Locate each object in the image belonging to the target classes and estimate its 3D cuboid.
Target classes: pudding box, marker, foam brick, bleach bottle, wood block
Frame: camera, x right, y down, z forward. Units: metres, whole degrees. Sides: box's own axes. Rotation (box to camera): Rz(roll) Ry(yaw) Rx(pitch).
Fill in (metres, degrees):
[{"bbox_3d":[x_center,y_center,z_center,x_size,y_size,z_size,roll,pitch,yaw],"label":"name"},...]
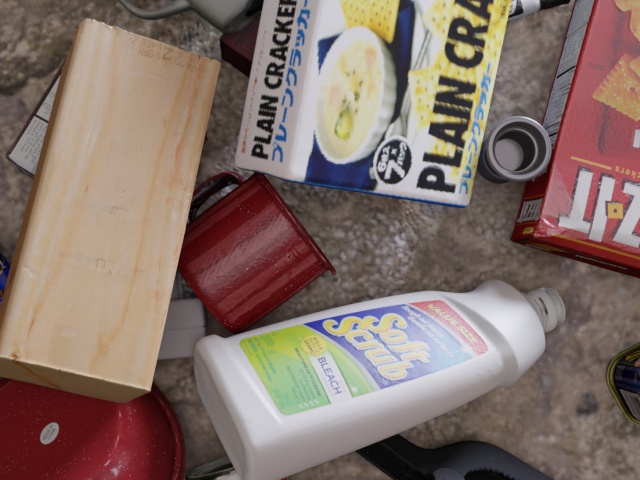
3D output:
[{"bbox_3d":[-0.148,-0.064,0.743,0.113,0.039,0.090,31,83,-4],"label":"pudding box"},{"bbox_3d":[0.126,-0.164,0.770,0.121,0.020,0.020,-18,88,-4],"label":"marker"},{"bbox_3d":[-0.028,-0.150,0.746,0.053,0.051,0.078,35,86,0],"label":"foam brick"},{"bbox_3d":[0.049,0.076,0.717,0.250,0.068,0.103,-18,52,-20],"label":"bleach bottle"},{"bbox_3d":[-0.133,-0.014,0.650,0.090,0.091,0.206,16,72,-17],"label":"wood block"}]

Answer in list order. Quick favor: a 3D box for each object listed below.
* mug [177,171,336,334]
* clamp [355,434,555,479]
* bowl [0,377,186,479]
[{"bbox_3d":[-0.055,0.001,0.726,0.081,0.093,0.117,-37,59,1],"label":"mug"},{"bbox_3d":[0.076,0.180,0.710,0.210,0.036,0.164,14,43,-9],"label":"clamp"},{"bbox_3d":[-0.170,0.133,0.685,0.162,0.055,0.162,-1,55,1],"label":"bowl"}]
